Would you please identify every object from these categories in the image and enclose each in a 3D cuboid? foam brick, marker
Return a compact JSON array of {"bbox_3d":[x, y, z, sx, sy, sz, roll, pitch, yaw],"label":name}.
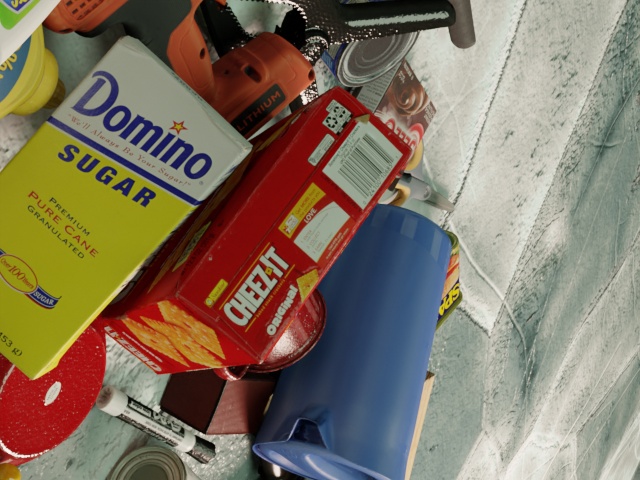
[{"bbox_3d":[-0.083,0.126,0.877,0.078,0.053,0.051,16,97,-62],"label":"foam brick"},{"bbox_3d":[-0.123,0.143,0.818,0.121,0.020,0.020,39,75,-40],"label":"marker"}]

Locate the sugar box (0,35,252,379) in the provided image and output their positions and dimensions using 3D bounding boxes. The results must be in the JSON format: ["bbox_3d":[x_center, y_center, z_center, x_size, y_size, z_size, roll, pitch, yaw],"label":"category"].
[{"bbox_3d":[-0.130,-0.018,0.592,0.176,0.093,0.048,-48,-177,7],"label":"sugar box"}]

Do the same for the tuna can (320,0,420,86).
[{"bbox_3d":[0.039,-0.164,0.855,0.086,0.034,0.086,-30,156,-15],"label":"tuna can"}]

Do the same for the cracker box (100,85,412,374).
[{"bbox_3d":[-0.055,0.001,0.691,0.072,0.214,0.164,41,68,-14],"label":"cracker box"}]

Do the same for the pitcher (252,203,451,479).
[{"bbox_3d":[0.040,0.099,0.953,0.145,0.149,0.242,26,67,-19],"label":"pitcher"}]

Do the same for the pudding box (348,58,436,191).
[{"bbox_3d":[0.057,-0.106,0.959,0.090,0.039,0.113,-62,151,-7],"label":"pudding box"}]

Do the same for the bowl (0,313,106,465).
[{"bbox_3d":[-0.187,0.083,0.670,0.161,0.055,0.162,-39,141,-40],"label":"bowl"}]

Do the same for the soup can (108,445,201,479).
[{"bbox_3d":[-0.122,0.215,0.861,0.068,0.069,0.102,-55,149,-20],"label":"soup can"}]

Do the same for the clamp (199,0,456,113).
[{"bbox_3d":[-0.003,-0.151,0.771,0.165,0.036,0.209,-43,141,14],"label":"clamp"}]

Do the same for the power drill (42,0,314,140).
[{"bbox_3d":[-0.070,-0.150,0.650,0.184,0.057,0.187,-41,140,-8],"label":"power drill"}]

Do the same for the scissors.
[{"bbox_3d":[0.105,-0.069,1.092,0.201,0.016,0.096,-8,117,-58],"label":"scissors"}]
